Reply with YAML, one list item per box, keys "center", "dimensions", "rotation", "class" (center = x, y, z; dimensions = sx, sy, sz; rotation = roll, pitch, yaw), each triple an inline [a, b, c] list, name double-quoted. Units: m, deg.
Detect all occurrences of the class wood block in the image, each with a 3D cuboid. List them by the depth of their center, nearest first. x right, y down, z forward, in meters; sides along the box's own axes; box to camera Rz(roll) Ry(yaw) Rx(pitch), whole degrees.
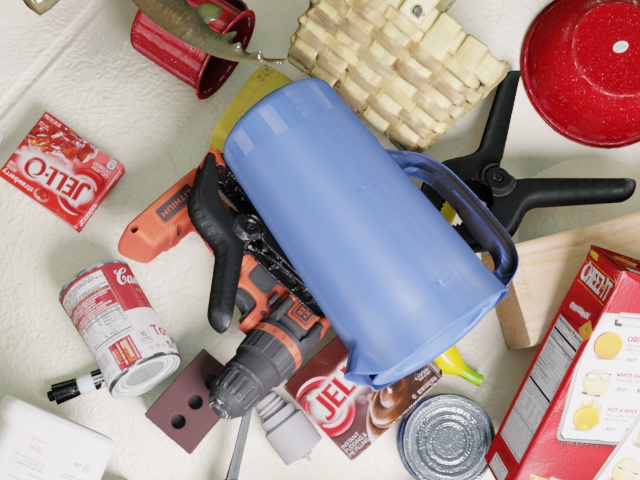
- center: [0.261, 0.028, 0.952]
  dimensions: [0.206, 0.091, 0.090]
  rotation: [-14, 83, -6]
  class: "wood block"

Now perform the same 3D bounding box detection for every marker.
- center: [-0.184, 0.119, 0.949]
  dimensions: [0.121, 0.020, 0.020]
  rotation: [-19, 83, -6]
  class: "marker"

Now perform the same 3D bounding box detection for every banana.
- center: [0.104, 0.036, 0.972]
  dimensions: [0.069, 0.037, 0.198]
  rotation: [-1, 83, -25]
  class: "banana"

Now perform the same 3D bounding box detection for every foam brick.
- center: [-0.108, 0.141, 0.933]
  dimensions: [0.053, 0.051, 0.078]
  rotation: [40, 81, 4]
  class: "foam brick"

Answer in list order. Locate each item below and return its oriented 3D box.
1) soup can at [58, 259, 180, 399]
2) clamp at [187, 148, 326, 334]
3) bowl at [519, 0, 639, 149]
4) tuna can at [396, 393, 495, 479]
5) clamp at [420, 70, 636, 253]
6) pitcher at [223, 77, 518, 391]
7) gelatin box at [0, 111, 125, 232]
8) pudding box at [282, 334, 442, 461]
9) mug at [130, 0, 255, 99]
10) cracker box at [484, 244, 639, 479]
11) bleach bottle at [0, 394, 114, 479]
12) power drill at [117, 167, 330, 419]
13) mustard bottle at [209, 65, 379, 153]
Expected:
- center: [-0.173, 0.076, 0.918]
  dimensions: [0.068, 0.068, 0.102]
  rotation: [-31, 68, -7]
  class: "soup can"
- center: [-0.056, 0.001, 0.897]
  dimensions: [0.120, 0.039, 0.171]
  rotation: [8, 56, -40]
  class: "clamp"
- center: [0.273, -0.171, 1.002]
  dimensions: [0.162, 0.055, 0.162]
  rotation: [1, 81, -3]
  class: "bowl"
- center: [0.112, 0.179, 0.949]
  dimensions: [0.086, 0.034, 0.086]
  rotation: [0, 81, -3]
  class: "tuna can"
- center: [0.166, -0.045, 0.953]
  dimensions: [0.209, 0.036, 0.165]
  rotation: [-42, 70, -19]
  class: "clamp"
- center: [0.037, -0.015, 0.866]
  dimensions: [0.145, 0.149, 0.243]
  rotation: [-41, 76, 21]
  class: "pitcher"
- center: [-0.234, -0.062, 0.968]
  dimensions: [0.089, 0.030, 0.073]
  rotation: [35, 81, 3]
  class: "gelatin box"
- center: [0.038, 0.123, 0.939]
  dimensions: [0.113, 0.039, 0.090]
  rotation: [-44, 86, 6]
  class: "pudding box"
- center: [-0.112, -0.195, 0.973]
  dimensions: [0.081, 0.093, 0.117]
  rotation: [33, 53, 7]
  class: "mug"
- center: [0.256, 0.128, 0.888]
  dimensions: [0.164, 0.072, 0.214]
  rotation: [18, 106, -18]
  class: "cracker box"
- center: [-0.261, 0.258, 0.854]
  dimensions: [0.102, 0.068, 0.250]
  rotation: [27, 77, -15]
  class: "bleach bottle"
- center: [-0.083, 0.040, 0.923]
  dimensions: [0.187, 0.057, 0.184]
  rotation: [42, 54, 3]
  class: "power drill"
- center: [0.001, -0.071, 0.969]
  dimensions: [0.191, 0.058, 0.096]
  rotation: [33, 75, 2]
  class: "mustard bottle"
